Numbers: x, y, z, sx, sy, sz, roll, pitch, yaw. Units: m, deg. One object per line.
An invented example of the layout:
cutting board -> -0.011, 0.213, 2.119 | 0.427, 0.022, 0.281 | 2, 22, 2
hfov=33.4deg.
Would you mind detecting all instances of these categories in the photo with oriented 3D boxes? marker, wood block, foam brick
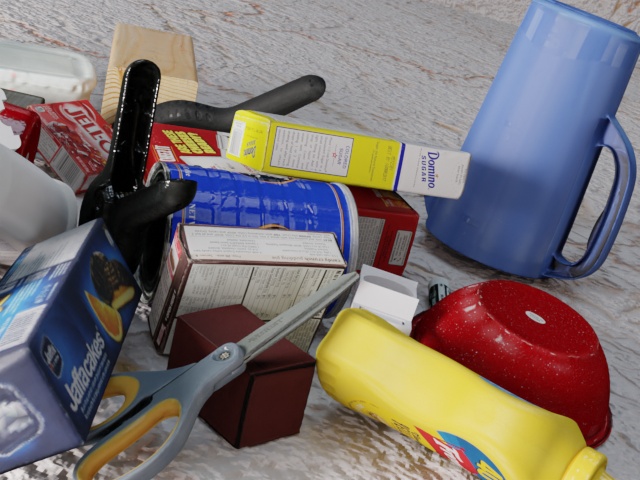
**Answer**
marker -> 0.095, 0.060, 0.844 | 0.020, 0.020, 0.121 | 14, 20, -1
wood block -> -0.182, -0.158, 1.123 | 0.090, 0.091, 0.206 | 9, 22, -12
foam brick -> -0.050, 0.081, 0.649 | 0.052, 0.051, 0.078 | -7, 29, -41

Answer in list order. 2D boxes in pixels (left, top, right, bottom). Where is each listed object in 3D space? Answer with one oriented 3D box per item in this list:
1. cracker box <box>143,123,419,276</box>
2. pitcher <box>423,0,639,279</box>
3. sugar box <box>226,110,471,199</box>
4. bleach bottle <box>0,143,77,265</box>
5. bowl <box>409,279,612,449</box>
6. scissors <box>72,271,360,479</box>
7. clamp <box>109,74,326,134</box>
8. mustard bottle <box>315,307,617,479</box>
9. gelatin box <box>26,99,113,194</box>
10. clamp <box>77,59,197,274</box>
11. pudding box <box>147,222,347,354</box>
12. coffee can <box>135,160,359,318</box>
cracker box -> -0.045, -0.033, 0.920 | 0.213, 0.072, 0.164 | 6, 22, -20
pitcher -> 0.209, -0.090, 0.989 | 0.149, 0.243, 0.145 | 17, 18, -12
sugar box -> 0.022, -0.068, 0.860 | 0.176, 0.048, 0.093 | 9, 8, -23
bleach bottle -> -0.215, -0.032, 0.652 | 0.102, 0.068, 0.251 | 8, -9, -5
bowl -> 0.142, 0.075, 0.750 | 0.162, 0.055, 0.162 | 17, 26, -9
scissors -> -0.071, 0.069, 0.602 | 0.096, 0.016, 0.201 | 13, 43, 37
clamp -> -0.093, -0.102, 0.998 | 0.210, 0.165, 0.036 | 3, 56, -8
mustard bottle -> 0.092, 0.109, 0.631 | 0.192, 0.058, 0.096 | 26, -16, 27
gelatin box -> -0.215, -0.086, 0.957 | 0.089, 0.030, 0.073 | 49, 31, 14
clamp -> -0.134, -0.036, 0.727 | 0.039, 0.172, 0.120 | 10, 54, -31
pudding box -> -0.049, 0.035, 0.707 | 0.113, 0.090, 0.039 | 2, 41, -26
coffee can -> -0.055, 0.001, 0.778 | 0.140, 0.103, 0.103 | 6, 22, -20
